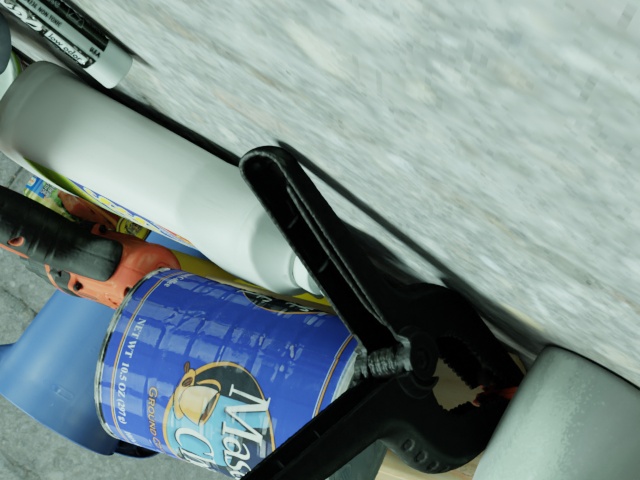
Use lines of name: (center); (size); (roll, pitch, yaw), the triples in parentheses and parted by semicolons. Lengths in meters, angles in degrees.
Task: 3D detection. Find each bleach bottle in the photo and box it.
bleach bottle: (-0.084, -0.030, 0.625); (0.251, 0.068, 0.102); (26, 172, 38)

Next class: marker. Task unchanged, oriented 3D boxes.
marker: (-0.134, -0.110, 0.471); (0.121, 0.020, 0.020); (38, 172, -32)

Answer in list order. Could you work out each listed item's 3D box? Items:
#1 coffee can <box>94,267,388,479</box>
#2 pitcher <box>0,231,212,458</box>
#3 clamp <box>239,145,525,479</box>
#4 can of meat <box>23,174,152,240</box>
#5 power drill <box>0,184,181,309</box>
coffee can: (-0.037, 0.080, 0.587); (0.140, 0.103, 0.102); (14, 166, 22)
pitcher: (-0.174, 0.071, 0.985); (0.145, 0.243, 0.149); (28, 171, 42)
clamp: (0.032, 0.049, 0.512); (0.036, 0.164, 0.209); (-15, 161, 42)
can of meat: (-0.166, -0.042, 0.825); (0.102, 0.084, 0.058); (38, 173, -28)
power drill: (-0.203, -0.012, 0.693); (0.187, 0.057, 0.185); (28, 167, -39)
